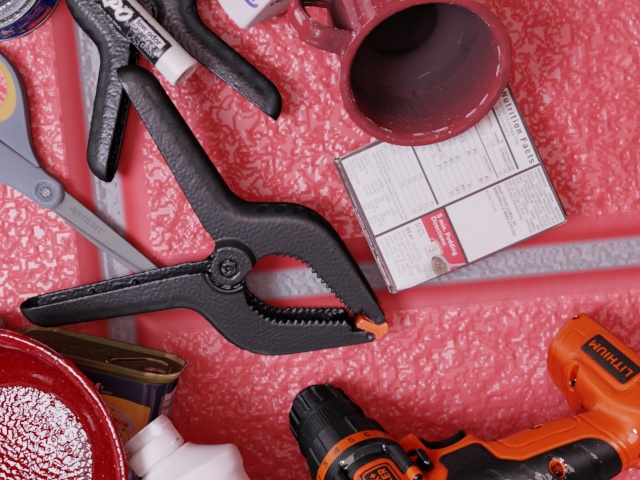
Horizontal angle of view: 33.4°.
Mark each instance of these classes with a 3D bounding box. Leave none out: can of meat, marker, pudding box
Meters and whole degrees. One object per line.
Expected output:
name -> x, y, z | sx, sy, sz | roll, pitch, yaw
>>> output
can of meat -> -0.138, 0.104, 0.633 | 0.102, 0.057, 0.084 | 12, 96, 2
marker -> -0.117, -0.136, 0.599 | 0.020, 0.020, 0.121 | -44, 87, 4
pudding box -> 0.075, -0.030, 0.627 | 0.113, 0.039, 0.090 | -24, 92, 1

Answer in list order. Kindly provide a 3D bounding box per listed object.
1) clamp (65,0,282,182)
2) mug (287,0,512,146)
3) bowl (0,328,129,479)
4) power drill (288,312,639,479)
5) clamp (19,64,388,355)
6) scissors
clamp -> -0.111, -0.121, 0.628 | 0.120, 0.039, 0.171 | -29, 89, -2
mug -> 0.038, -0.114, 0.584 | 0.117, 0.081, 0.093 | 6, 129, -17
bowl -> -0.174, 0.125, 0.577 | 0.162, 0.055, 0.162 | 0, 90, 8
power drill -> 0.089, 0.110, 0.593 | 0.187, 0.185, 0.057 | -24, 124, -12
clamp -> -0.054, 0.001, 0.619 | 0.210, 0.036, 0.165 | 17, 107, -7
scissors -> -0.164, -0.050, 0.645 | 0.201, 0.016, 0.096 | 23, 94, 0
